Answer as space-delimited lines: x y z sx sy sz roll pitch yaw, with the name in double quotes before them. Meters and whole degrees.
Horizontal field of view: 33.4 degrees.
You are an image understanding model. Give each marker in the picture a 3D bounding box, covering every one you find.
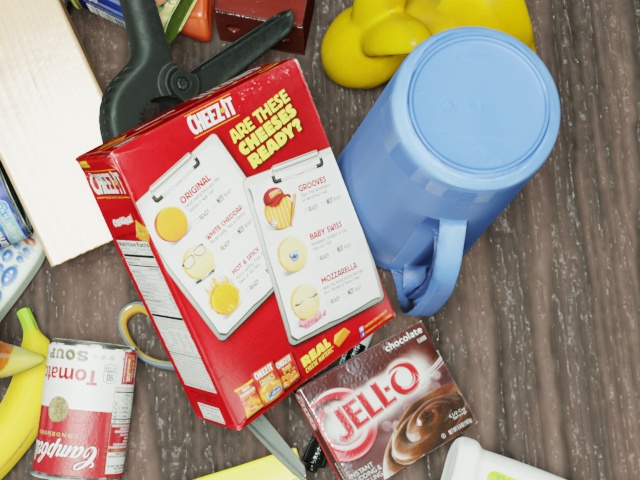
"marker" 0.013 0.123 0.836 0.020 0.020 0.121 20 76 6

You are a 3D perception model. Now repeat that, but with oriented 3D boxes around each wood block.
"wood block" -0.207 -0.092 0.829 0.090 0.090 0.206 -25 94 -5

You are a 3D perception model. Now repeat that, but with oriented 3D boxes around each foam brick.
"foam brick" -0.047 -0.197 0.903 0.078 0.053 0.051 11 76 4

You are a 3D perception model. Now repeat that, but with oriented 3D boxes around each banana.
"banana" -0.258 0.151 0.826 0.070 0.037 0.197 26 75 27

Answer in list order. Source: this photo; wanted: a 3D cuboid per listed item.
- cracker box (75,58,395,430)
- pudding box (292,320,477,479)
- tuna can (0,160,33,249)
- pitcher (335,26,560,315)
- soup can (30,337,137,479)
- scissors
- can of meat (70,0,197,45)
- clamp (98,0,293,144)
"cracker box" -0.055 0.001 0.769 0.164 0.072 0.213 -33 109 -32
"pudding box" 0.048 0.127 0.811 0.113 0.039 0.090 -28 88 -16
"tuna can" -0.253 -0.036 0.821 0.033 0.086 0.086 -23 76 -9
"pitcher" 0.085 -0.049 0.765 0.145 0.243 0.149 -41 85 -12
"soup can" -0.177 0.128 0.805 0.068 0.068 0.102 6 83 2
"scissors" -0.068 0.093 0.827 0.202 0.016 0.096 29 70 20
"can of meat" -0.138 -0.215 0.850 0.084 0.057 0.102 27 84 2
"clamp" -0.101 -0.117 0.800 0.164 0.036 0.210 15 80 -32
